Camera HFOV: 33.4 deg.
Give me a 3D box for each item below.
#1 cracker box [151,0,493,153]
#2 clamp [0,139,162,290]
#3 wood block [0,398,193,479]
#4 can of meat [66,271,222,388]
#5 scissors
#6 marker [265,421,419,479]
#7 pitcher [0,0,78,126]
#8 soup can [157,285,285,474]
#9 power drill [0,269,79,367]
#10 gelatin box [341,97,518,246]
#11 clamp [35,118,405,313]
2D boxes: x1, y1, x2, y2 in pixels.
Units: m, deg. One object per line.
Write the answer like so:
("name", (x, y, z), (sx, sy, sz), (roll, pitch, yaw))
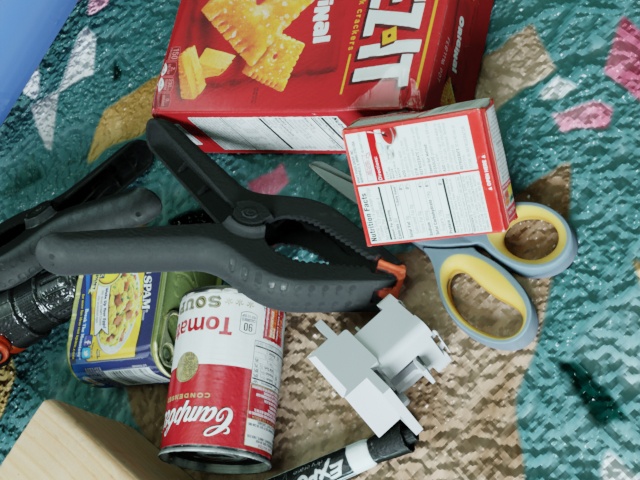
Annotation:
("cracker box", (0.001, -0.145, 0.720), (0.214, 0.072, 0.164), (3, 71, 32))
("clamp", (-0.182, -0.008, 0.746), (0.171, 0.039, 0.120), (-35, 20, -5))
("wood block", (-0.098, 0.188, 0.619), (0.206, 0.090, 0.090), (30, 86, 37))
("can of meat", (-0.119, 0.048, 0.716), (0.084, 0.057, 0.102), (-9, 64, 31))
("scissors", (0.076, -0.018, 0.652), (0.096, 0.016, 0.202), (-42, 54, 7))
("marker", (0.003, 0.135, 0.625), (0.121, 0.020, 0.020), (-27, 57, 19))
("pitcher", (-0.262, -0.216, 0.862), (0.243, 0.149, 0.145), (-61, 33, 3))
("soup can", (-0.059, 0.086, 0.655), (0.069, 0.068, 0.102), (-8, 64, 28))
("power drill", (-0.238, 0.105, 0.730), (0.185, 0.057, 0.187), (-27, 33, 20))
("gelatin box", (0.062, -0.039, 0.616), (0.089, 0.030, 0.073), (-6, 107, 29))
("clamp", (-0.054, 0.001, 0.650), (0.210, 0.036, 0.164), (23, 39, 12))
